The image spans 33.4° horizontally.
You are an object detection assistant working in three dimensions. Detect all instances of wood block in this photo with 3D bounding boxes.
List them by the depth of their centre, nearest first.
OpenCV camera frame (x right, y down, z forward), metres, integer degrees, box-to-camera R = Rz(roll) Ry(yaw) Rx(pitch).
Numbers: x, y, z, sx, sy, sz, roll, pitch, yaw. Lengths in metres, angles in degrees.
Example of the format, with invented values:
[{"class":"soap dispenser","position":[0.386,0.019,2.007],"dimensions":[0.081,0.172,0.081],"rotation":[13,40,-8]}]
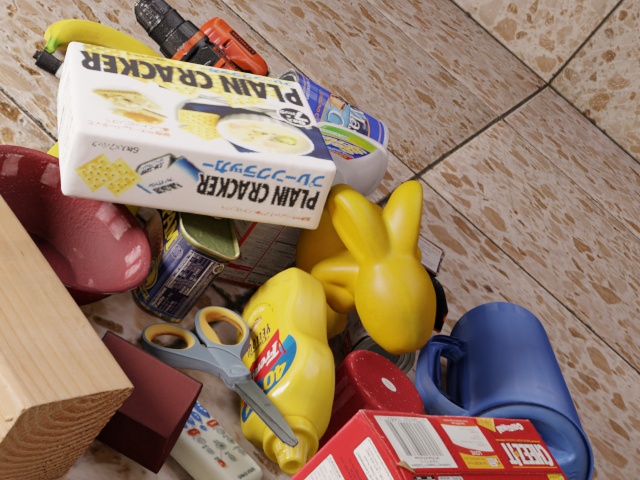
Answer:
[{"class":"wood block","position":[-0.223,0.049,0.675],"dimensions":[0.206,0.091,0.090],"rotation":[50,26,22]}]

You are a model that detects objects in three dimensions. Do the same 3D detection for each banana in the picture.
[{"class":"banana","position":[-0.232,-0.206,1.186],"dimensions":[0.197,0.037,0.069],"rotation":[10,56,-46]}]

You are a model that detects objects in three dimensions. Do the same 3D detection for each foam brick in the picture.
[{"class":"foam brick","position":[-0.127,0.109,0.723],"dimensions":[0.078,0.053,0.051],"rotation":[29,48,3]}]

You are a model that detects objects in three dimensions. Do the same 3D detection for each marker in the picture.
[{"class":"marker","position":[-0.243,-0.160,1.104],"dimensions":[0.121,0.020,0.020],"rotation":[32,25,-17]}]

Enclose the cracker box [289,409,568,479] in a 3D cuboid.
[{"class":"cracker box","position":[0.026,0.193,0.634],"dimensions":[0.163,0.214,0.072],"rotation":[12,37,-46]}]

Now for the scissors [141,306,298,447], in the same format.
[{"class":"scissors","position":[-0.082,0.101,0.798],"dimensions":[0.096,0.016,0.202],"rotation":[-3,24,-12]}]

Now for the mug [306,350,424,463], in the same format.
[{"class":"mug","position":[0.032,0.152,0.880],"dimensions":[0.093,0.082,0.117],"rotation":[31,25,-20]}]

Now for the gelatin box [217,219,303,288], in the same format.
[{"class":"gelatin box","position":[-0.057,0.001,1.005],"dimensions":[0.073,0.089,0.030],"rotation":[15,31,-45]}]

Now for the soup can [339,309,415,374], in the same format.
[{"class":"soup can","position":[0.052,0.083,1.048],"dimensions":[0.068,0.069,0.102],"rotation":[28,27,-26]}]

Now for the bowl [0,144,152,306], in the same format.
[{"class":"bowl","position":[-0.213,-0.001,0.822],"dimensions":[0.162,0.055,0.162],"rotation":[32,25,-17]}]

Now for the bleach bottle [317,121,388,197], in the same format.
[{"class":"bleach bottle","position":[0.010,-0.071,1.091],"dimensions":[0.102,0.068,0.250],"rotation":[24,13,2]}]

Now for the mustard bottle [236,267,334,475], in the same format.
[{"class":"mustard bottle","position":[-0.028,0.111,0.846],"dimensions":[0.058,0.096,0.191],"rotation":[30,26,-23]}]

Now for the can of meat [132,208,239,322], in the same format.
[{"class":"can of meat","position":[-0.119,0.007,0.910],"dimensions":[0.057,0.084,0.102],"rotation":[26,27,-28]}]

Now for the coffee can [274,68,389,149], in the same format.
[{"class":"coffee can","position":[-0.002,-0.131,1.303],"dimensions":[0.140,0.103,0.103],"rotation":[27,27,-26]}]

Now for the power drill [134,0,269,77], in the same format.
[{"class":"power drill","position":[-0.136,-0.225,1.285],"dimensions":[0.184,0.057,0.187],"rotation":[47,15,-7]}]

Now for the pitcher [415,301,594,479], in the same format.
[{"class":"pitcher","position":[0.173,0.150,1.041],"dimensions":[0.242,0.145,0.149],"rotation":[-79,158,-67]}]
